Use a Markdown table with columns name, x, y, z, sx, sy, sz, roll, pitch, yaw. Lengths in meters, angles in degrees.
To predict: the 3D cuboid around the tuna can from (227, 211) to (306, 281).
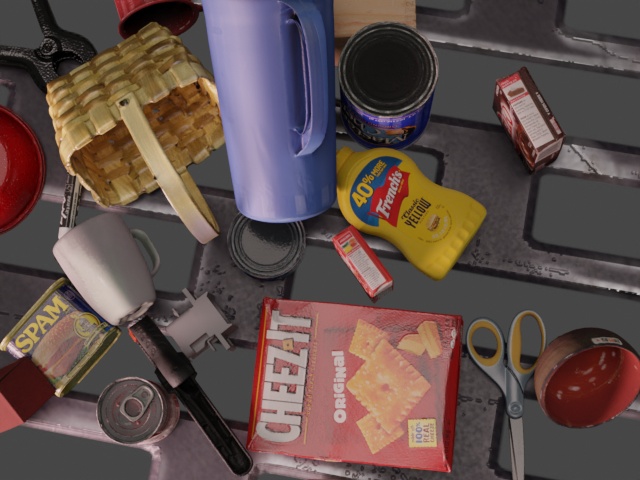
| name | x | y | z | sx | sy | sz | roll | pitch | yaw |
| --- | --- | --- | --- | --- | --- | --- | --- | --- | --- |
| tuna can | -0.058 | 0.001 | 1.172 | 0.086 | 0.034 | 0.086 | -1 | 80 | 3 |

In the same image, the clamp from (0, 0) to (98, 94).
| name | x | y | z | sx | sy | sz | roll | pitch | yaw |
| --- | --- | --- | --- | --- | --- | --- | --- | --- | --- |
| clamp | -0.320 | -0.210 | 1.220 | 0.120 | 0.039 | 0.171 | -44 | 81 | -4 |

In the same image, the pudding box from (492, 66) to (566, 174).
| name | x | y | z | sx | sy | sz | roll | pitch | yaw |
| --- | --- | --- | --- | --- | --- | --- | --- | --- | --- |
| pudding box | 0.221 | -0.126 | 1.141 | 0.039 | 0.113 | 0.090 | -28 | 79 | 0 |

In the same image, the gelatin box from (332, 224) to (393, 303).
| name | x | y | z | sx | sy | sz | roll | pitch | yaw |
| --- | --- | --- | --- | --- | --- | --- | --- | --- | --- |
| gelatin box | 0.045 | 0.026 | 1.135 | 0.030 | 0.089 | 0.073 | -35 | 80 | -2 |

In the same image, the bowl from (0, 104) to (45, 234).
| name | x | y | z | sx | sy | sz | roll | pitch | yaw |
| --- | --- | --- | --- | --- | --- | --- | --- | --- | --- |
| bowl | -0.386 | -0.081 | 1.171 | 0.162 | 0.055 | 0.162 | 1 | 86 | -12 |

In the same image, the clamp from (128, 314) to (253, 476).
| name | x | y | z | sx | sy | sz | roll | pitch | yaw |
| --- | --- | --- | --- | --- | --- | --- | --- | --- | --- |
| clamp | -0.149 | 0.132 | 1.089 | 0.036 | 0.164 | 0.210 | -35 | 47 | -12 |

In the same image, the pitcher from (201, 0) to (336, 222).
| name | x | y | z | sx | sy | sz | roll | pitch | yaw |
| --- | --- | --- | --- | --- | --- | --- | --- | --- | --- |
| pitcher | -0.040 | -0.143 | 1.077 | 0.145 | 0.149 | 0.243 | 3 | 114 | 18 |

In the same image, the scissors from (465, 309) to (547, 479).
| name | x | y | z | sx | sy | sz | roll | pitch | yaw |
| --- | --- | --- | --- | --- | --- | --- | --- | --- | --- |
| scissors | 0.190 | 0.168 | 1.140 | 0.096 | 0.016 | 0.202 | 13 | 81 | 7 |

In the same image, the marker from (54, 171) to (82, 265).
| name | x | y | z | sx | sy | sz | roll | pitch | yaw |
| --- | --- | --- | --- | --- | --- | --- | --- | --- | --- |
| marker | -0.281 | -0.031 | 1.197 | 0.020 | 0.020 | 0.121 | 5 | 81 | 4 |

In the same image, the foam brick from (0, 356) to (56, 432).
| name | x | y | z | sx | sy | sz | roll | pitch | yaw |
| --- | --- | --- | --- | --- | --- | --- | --- | --- | --- |
| foam brick | -0.327 | 0.164 | 1.123 | 0.051 | 0.078 | 0.052 | 55 | 44 | -11 |

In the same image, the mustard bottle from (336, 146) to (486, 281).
| name | x | y | z | sx | sy | sz | roll | pitch | yaw |
| --- | --- | --- | --- | --- | --- | --- | --- | --- | --- |
| mustard bottle | 0.078 | -0.045 | 1.162 | 0.192 | 0.058 | 0.096 | 34 | 88 | 8 |

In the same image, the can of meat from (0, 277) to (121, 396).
| name | x | y | z | sx | sy | sz | roll | pitch | yaw |
| --- | --- | --- | --- | --- | --- | --- | --- | --- | --- |
| can of meat | -0.279 | 0.106 | 1.154 | 0.084 | 0.057 | 0.102 | 40 | 84 | 6 |

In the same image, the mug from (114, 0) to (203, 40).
| name | x | y | z | sx | sy | sz | roll | pitch | yaw |
| --- | --- | --- | --- | --- | --- | --- | --- | --- | --- |
| mug | -0.181 | -0.282 | 1.207 | 0.117 | 0.093 | 0.081 | -10 | 73 | -27 |

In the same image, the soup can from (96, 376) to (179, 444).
| name | x | y | z | sx | sy | sz | roll | pitch | yaw |
| --- | --- | --- | --- | --- | --- | --- | --- | --- | --- |
| soup can | -0.188 | 0.178 | 1.113 | 0.068 | 0.102 | 0.068 | 0 | 80 | 3 |

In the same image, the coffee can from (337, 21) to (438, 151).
| name | x | y | z | sx | sy | sz | roll | pitch | yaw |
| --- | --- | --- | --- | --- | --- | --- | --- | --- | --- |
| coffee can | 0.071 | -0.160 | 1.140 | 0.103 | 0.140 | 0.103 | 0 | 80 | 2 |

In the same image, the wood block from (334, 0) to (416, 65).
| name | x | y | z | sx | sy | sz | roll | pitch | yaw |
| --- | --- | --- | --- | --- | --- | --- | --- | --- | --- |
| wood block | 0.000 | -0.250 | 1.185 | 0.206 | 0.091 | 0.090 | -2 | 79 | 3 |

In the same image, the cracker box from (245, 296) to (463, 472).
| name | x | y | z | sx | sy | sz | roll | pitch | yaw |
| --- | --- | --- | --- | --- | --- | --- | --- | --- | --- |
| cracker box | 0.037 | 0.150 | 1.122 | 0.214 | 0.072 | 0.164 | 5 | 80 | 4 |
